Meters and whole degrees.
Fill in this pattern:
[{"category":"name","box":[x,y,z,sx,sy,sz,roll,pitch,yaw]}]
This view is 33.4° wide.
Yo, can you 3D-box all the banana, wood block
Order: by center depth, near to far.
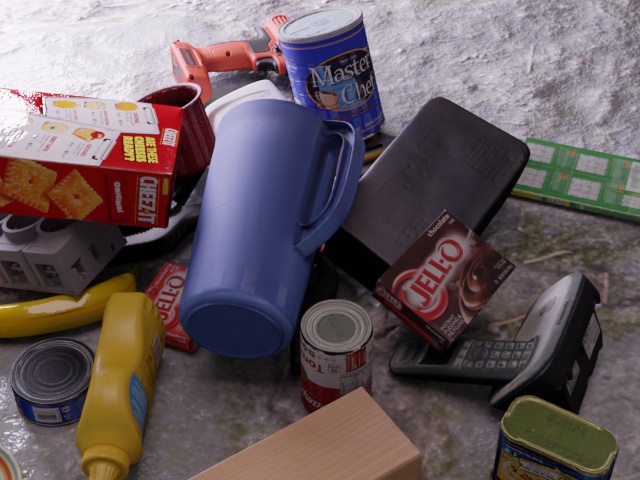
[{"category":"wood block","box":[-0.025,0.221,0.884,0.205,0.090,0.091,-25,48,-23]},{"category":"banana","box":[-0.271,0.070,1.092,0.197,0.037,0.070,-14,16,-18]}]

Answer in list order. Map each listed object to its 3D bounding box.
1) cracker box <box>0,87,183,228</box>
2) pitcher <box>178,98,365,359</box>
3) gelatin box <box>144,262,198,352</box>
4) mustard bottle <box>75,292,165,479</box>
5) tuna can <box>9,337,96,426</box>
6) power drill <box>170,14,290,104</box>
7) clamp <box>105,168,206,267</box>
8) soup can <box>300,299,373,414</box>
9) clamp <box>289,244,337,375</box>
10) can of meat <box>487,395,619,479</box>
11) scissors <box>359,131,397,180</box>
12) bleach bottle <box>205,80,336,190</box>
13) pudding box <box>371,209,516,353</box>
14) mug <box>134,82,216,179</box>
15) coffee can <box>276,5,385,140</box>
[{"category":"cracker box","box":[-0.253,-0.085,1.085,0.213,0.072,0.164,6,30,-6]},{"category":"pitcher","box":[-0.051,-0.014,1.030,0.145,0.149,0.242,15,52,-6]},{"category":"gelatin box","box":[-0.145,0.068,1.092,0.073,0.030,0.089,15,45,16]},{"category":"mustard bottle","box":[-0.181,0.144,0.963,0.058,0.096,0.191,1,43,1]},{"category":"tuna can","box":[-0.252,0.134,1.021,0.086,0.034,0.086,-1,43,0]},{"category":"power drill","box":[-0.090,-0.222,1.383,0.187,0.057,0.184,-13,41,-17]},{"category":"clamp","box":[-0.157,-0.025,1.181,0.209,0.036,0.165,-35,43,-30]},{"category":"soup can","box":[0.015,0.112,0.989,0.068,0.102,0.068,0,43,0]},{"category":"clamp","box":[-0.027,0.065,1.086,0.120,0.039,0.171,39,50,14]},{"category":"can of meat","box":[0.199,0.190,0.916,0.102,0.084,0.057,22,48,23]},{"category":"scissors","box":[0.102,-0.128,1.306,0.201,0.016,0.096,-27,49,-25]},{"category":"bleach bottle","box":[-0.039,-0.080,1.225,0.102,0.068,0.251,-28,52,-9]},{"category":"pudding box","box":[0.118,0.039,1.021,0.090,0.039,0.113,40,60,10]},{"category":"mug","box":[-0.176,-0.123,1.223,0.117,0.081,0.093,-1,34,28]},{"category":"coffee can","box":[0.014,-0.195,1.271,0.103,0.140,0.103,-12,28,6]}]
